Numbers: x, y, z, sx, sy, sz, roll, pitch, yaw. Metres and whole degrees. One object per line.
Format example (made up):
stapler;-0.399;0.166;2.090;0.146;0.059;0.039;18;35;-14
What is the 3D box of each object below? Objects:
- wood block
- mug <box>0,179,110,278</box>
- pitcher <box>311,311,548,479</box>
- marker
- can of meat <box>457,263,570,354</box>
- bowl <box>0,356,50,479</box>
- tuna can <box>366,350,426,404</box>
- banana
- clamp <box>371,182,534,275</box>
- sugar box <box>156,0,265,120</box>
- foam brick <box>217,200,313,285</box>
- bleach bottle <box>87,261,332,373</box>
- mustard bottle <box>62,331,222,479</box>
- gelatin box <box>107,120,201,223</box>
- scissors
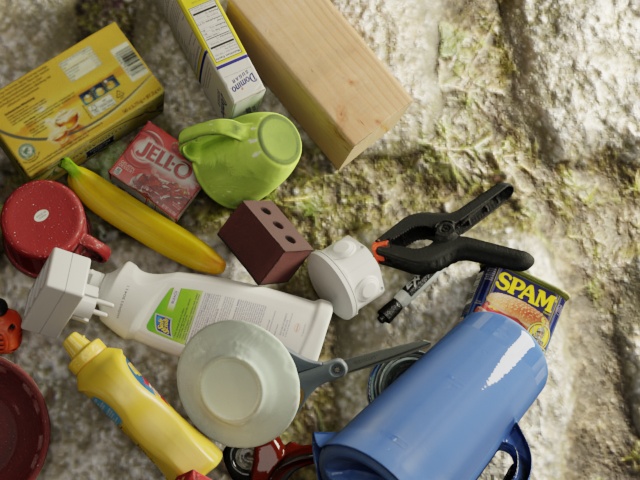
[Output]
wood block;-0.006;-0.192;1.163;0.090;0.091;0.206;-39;86;-16
mug;-0.267;-0.008;1.079;0.117;0.081;0.093;27;74;-3
pitcher;0.124;0.182;1.028;0.242;0.145;0.149;-40;105;-34
marker;0.107;0.048;1.166;0.121;0.020;0.020;-42;88;-16
can of meat;0.207;0.079;1.158;0.102;0.057;0.084;25;76;-4
bowl;-0.343;0.189;1.034;0.162;0.055;0.162;2;77;-10
tuna can;0.094;0.158;1.131;0.086;0.034;0.086;2;77;-10
banana;-0.187;-0.019;1.104;0.197;0.070;0.037;32;88;-8
clamp;0.142;-0.010;1.159;0.171;0.039;0.120;-3;43;10
sugar box;-0.120;-0.214;1.146;0.048;0.093;0.176;-29;85;-15
foam brick;-0.057;0.001;1.110;0.078;0.052;0.051;49;118;24
bleach bottle;-0.121;0.074;1.096;0.250;0.068;0.102;18;82;-4
mustard bottle;-0.181;0.164;1.048;0.191;0.096;0.058;45;77;2
gelatin box;-0.170;-0.073;1.138;0.089;0.030;0.073;36;73;-1
scissors;0.000;0.114;1.056;0.202;0.016;0.096;-31;97;5
